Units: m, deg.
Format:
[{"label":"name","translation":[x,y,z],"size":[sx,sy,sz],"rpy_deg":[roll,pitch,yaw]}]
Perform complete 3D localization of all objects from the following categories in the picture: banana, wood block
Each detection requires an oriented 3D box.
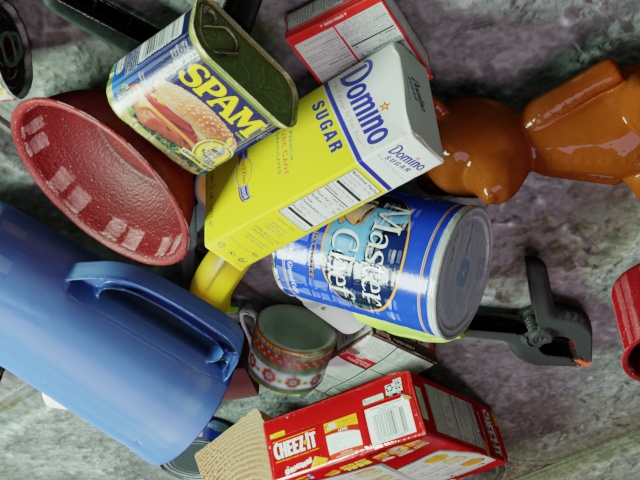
[{"label":"banana","translation":[-0.068,0.011,0.904],"size":[0.037,0.069,0.198],"rpy_deg":[45,135,9]},{"label":"wood block","translation":[-0.028,0.272,1.138],"size":[0.090,0.091,0.205],"rpy_deg":[-38,135,10]}]

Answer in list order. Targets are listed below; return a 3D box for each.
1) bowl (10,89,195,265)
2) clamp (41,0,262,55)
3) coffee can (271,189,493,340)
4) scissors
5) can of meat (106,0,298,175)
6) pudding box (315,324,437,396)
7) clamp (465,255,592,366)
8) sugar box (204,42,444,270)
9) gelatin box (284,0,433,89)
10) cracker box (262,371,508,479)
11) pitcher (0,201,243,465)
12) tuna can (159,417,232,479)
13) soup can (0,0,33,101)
[{"label":"bowl","translation":[-0.148,-0.057,0.788],"size":[0.162,0.055,0.162],"rpy_deg":[26,148,18]},{"label":"clamp","translation":[-0.075,-0.129,0.751],"size":[0.165,0.036,0.210],"rpy_deg":[-15,139,16]},{"label":"coffee can","translation":[0.048,0.010,0.822],"size":[0.140,0.102,0.103],"rpy_deg":[14,146,29]},{"label":"scissors","translation":[-0.096,-0.009,0.903],"size":[0.096,0.016,0.202],"rpy_deg":[-7,138,6]},{"label":"can of meat","translation":[-0.079,-0.099,0.714],"size":[0.084,0.057,0.102],"rpy_deg":[-28,130,28]},{"label":"pudding box","translation":[0.042,0.114,1.030],"size":[0.089,0.039,0.114],"rpy_deg":[27,134,-32]},{"label":"clamp","translation":[0.189,0.081,0.997],"size":[0.120,0.039,0.171],"rpy_deg":[-24,135,29]},{"label":"sugar box","translation":[-0.003,-0.058,0.745],"size":[0.176,0.093,0.048],"rpy_deg":[-30,135,27]},{"label":"gelatin box","translation":[0.028,-0.136,0.752],"size":[0.073,0.030,0.089],"rpy_deg":[-23,136,21]},{"label":"cracker box","translation":[0.069,0.202,1.065],"size":[0.164,0.072,0.213],"rpy_deg":[-24,152,22]},{"label":"pitcher","translation":[-0.191,0.069,0.879],"size":[0.242,0.145,0.149],"rpy_deg":[36,88,-24]},{"label":"tuna can","translation":[-0.132,0.225,1.154],"size":[0.086,0.033,0.086],"rpy_deg":[-1,138,-1]},{"label":"soup can","translation":[-0.258,-0.123,0.730],"size":[0.102,0.068,0.068],"rpy_deg":[-7,138,8]}]
